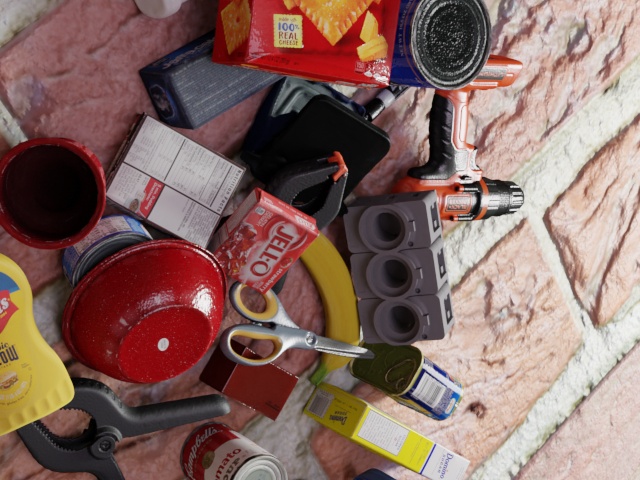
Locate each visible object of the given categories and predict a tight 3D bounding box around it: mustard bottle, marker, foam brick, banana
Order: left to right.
[{"bbox_3d":[-0.288,0.067,0.906,0.096,0.058,0.191,-23,99,-15],"label":"mustard bottle"},{"bbox_3d":[-0.073,0.140,1.084,0.078,0.051,0.053,36,80,-33],"label":"foam brick"},{"bbox_3d":[0.006,0.058,1.129,0.069,0.037,0.198,-23,112,-31],"label":"banana"},{"bbox_3d":[0.086,-0.167,1.149,0.121,0.020,0.020,-43,120,-20],"label":"marker"}]

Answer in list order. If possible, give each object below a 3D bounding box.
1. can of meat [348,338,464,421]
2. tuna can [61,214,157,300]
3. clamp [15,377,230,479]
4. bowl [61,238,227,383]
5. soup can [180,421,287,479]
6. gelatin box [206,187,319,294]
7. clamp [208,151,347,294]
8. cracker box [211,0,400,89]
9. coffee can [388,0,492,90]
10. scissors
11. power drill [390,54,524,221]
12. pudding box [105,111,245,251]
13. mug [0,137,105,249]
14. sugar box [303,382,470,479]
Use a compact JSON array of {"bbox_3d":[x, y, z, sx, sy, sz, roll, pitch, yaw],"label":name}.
[{"bbox_3d":[0.095,0.151,1.170,0.083,0.102,0.057,37,78,-35],"label":"can of meat"},{"bbox_3d":[-0.190,0.019,0.971,0.086,0.034,0.086,-22,138,-22],"label":"tuna can"},{"bbox_3d":[-0.206,0.195,1.007,0.209,0.036,0.164,22,98,-27],"label":"clamp"},{"bbox_3d":[-0.151,0.078,0.977,0.162,0.055,0.162,-18,133,-20],"label":"bowl"},{"bbox_3d":[-0.087,0.228,1.061,0.068,0.102,0.068,-8,104,-33],"label":"soup can"},{"bbox_3d":[-0.057,0.001,1.016,0.073,0.030,0.089,30,117,-29],"label":"gelatin box"},{"bbox_3d":[-0.033,-0.015,1.054,0.171,0.039,0.120,-34,133,13],"label":"clamp"},{"bbox_3d":[-0.002,-0.254,0.966,0.163,0.072,0.214,4,96,-36],"label":"cracker box"},{"bbox_3d":[0.087,-0.205,1.067,0.102,0.141,0.103,-7,104,-33],"label":"coffee can"},{"bbox_3d":[-0.023,0.083,1.088,0.201,0.016,0.096,-2,77,-44],"label":"scissors"},{"bbox_3d":[0.169,-0.111,1.182,0.184,0.057,0.188,-3,108,-36],"label":"power drill"},{"bbox_3d":[-0.139,-0.054,0.994,0.113,0.039,0.090,30,81,-21],"label":"pudding box"},{"bbox_3d":[-0.238,-0.048,0.908,0.117,0.081,0.093,14,98,-9],"label":"mug"},{"bbox_3d":[0.074,0.217,1.173,0.176,0.093,0.048,36,80,-33],"label":"sugar box"}]
